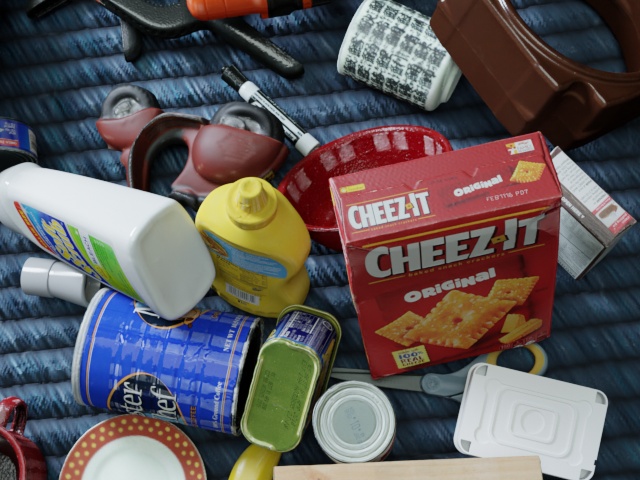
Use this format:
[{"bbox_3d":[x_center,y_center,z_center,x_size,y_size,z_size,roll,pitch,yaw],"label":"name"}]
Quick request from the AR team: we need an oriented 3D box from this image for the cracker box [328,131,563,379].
[{"bbox_3d":[0.104,0.021,0.857,0.164,0.213,0.072,-13,55,0],"label":"cracker box"}]

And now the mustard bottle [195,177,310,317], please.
[{"bbox_3d":[-0.056,0.001,0.884,0.096,0.192,0.058,25,67,9],"label":"mustard bottle"}]

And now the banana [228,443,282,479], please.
[{"bbox_3d":[-0.049,0.254,0.904,0.069,0.037,0.198,-1,76,4],"label":"banana"}]

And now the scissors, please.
[{"bbox_3d":[0.112,0.111,0.938,0.202,0.016,0.096,21,79,8],"label":"scissors"}]

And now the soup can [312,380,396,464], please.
[{"bbox_3d":[0.029,0.155,0.889,0.068,0.102,0.068,-1,76,4],"label":"soup can"}]

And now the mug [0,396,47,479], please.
[{"bbox_3d":[-0.280,0.191,0.912,0.093,0.081,0.117,15,78,7],"label":"mug"}]

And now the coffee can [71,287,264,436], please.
[{"bbox_3d":[-0.128,0.103,0.912,0.140,0.103,0.103,10,77,6],"label":"coffee can"}]

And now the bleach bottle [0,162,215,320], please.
[{"bbox_3d":[-0.207,-0.011,0.925,0.251,0.102,0.068,16,51,40],"label":"bleach bottle"}]

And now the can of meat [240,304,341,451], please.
[{"bbox_3d":[-0.025,0.116,0.892,0.057,0.084,0.102,17,107,6],"label":"can of meat"}]

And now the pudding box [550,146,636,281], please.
[{"bbox_3d":[0.212,-0.020,0.914,0.039,0.113,0.090,-43,78,-10],"label":"pudding box"}]

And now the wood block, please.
[{"bbox_3d":[0.070,0.229,0.837,0.206,0.091,0.090,-3,60,3],"label":"wood block"}]

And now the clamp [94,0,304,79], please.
[{"bbox_3d":[-0.111,-0.225,1.011,0.209,0.036,0.164,-6,76,-11],"label":"clamp"}]

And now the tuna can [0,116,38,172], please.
[{"bbox_3d":[-0.304,-0.082,0.979,0.086,0.086,0.034,-9,74,1],"label":"tuna can"}]

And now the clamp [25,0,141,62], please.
[{"bbox_3d":[-0.193,-0.258,1.040,0.120,0.039,0.171,34,83,-1],"label":"clamp"}]

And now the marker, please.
[{"bbox_3d":[-0.049,-0.124,1.005,0.121,0.020,0.020,43,83,12],"label":"marker"}]

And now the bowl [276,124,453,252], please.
[{"bbox_3d":[0.044,-0.037,0.935,0.162,0.055,0.162,-16,32,10],"label":"bowl"}]
